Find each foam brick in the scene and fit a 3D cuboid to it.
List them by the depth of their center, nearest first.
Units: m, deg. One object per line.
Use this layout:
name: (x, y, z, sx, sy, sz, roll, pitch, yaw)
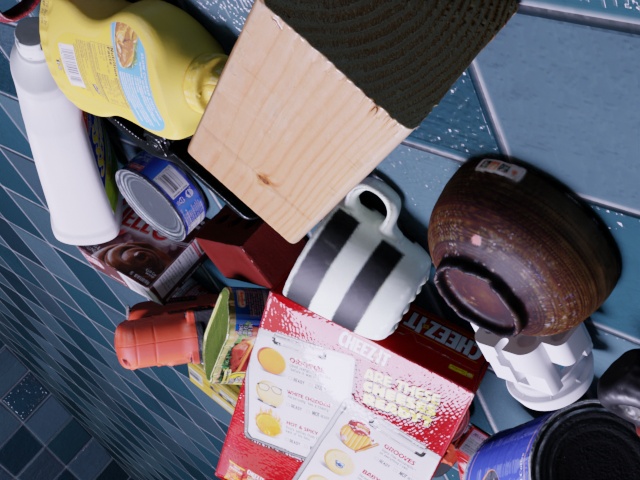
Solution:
foam brick: (-0.056, 0.001, 0.882, 0.078, 0.053, 0.051, 9, 142, 54)

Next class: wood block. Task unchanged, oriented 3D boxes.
wood block: (0.004, -0.080, 0.559, 0.091, 0.090, 0.206, 42, 159, -3)

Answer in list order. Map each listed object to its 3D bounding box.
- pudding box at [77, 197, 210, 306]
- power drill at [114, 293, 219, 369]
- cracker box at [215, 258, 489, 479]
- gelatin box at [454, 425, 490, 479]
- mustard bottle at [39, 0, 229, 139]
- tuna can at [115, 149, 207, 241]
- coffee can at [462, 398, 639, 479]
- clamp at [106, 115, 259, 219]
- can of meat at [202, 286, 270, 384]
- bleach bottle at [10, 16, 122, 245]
pudding box: (-0.165, 0.003, 1.028, 0.114, 0.090, 0.039, 27, 157, 34)
power drill: (-0.112, 0.083, 1.039, 0.188, 0.184, 0.057, 172, 93, -75)
cracker box: (0.022, 0.135, 0.834, 0.164, 0.072, 0.214, 26, 128, 10)
gelatin box: (0.162, 0.211, 0.943, 0.089, 0.030, 0.073, 30, 157, 28)
mustard bottle: (-0.118, -0.120, 0.737, 0.192, 0.058, 0.096, 22, 133, 41)
tuna can: (-0.144, -0.042, 0.972, 0.086, 0.033, 0.086, 35, 155, 19)
coffee can: (0.170, 0.174, 0.752, 0.103, 0.102, 0.140, 40, 159, 4)
clamp: (-0.112, -0.078, 0.846, 0.172, 0.039, 0.120, 28, 151, 40)
can of meat: (-0.050, 0.083, 0.910, 0.083, 0.057, 0.102, 5, 140, -18)
bleach bottle: (-0.223, -0.096, 0.926, 0.068, 0.102, 0.251, -3, 153, -3)
